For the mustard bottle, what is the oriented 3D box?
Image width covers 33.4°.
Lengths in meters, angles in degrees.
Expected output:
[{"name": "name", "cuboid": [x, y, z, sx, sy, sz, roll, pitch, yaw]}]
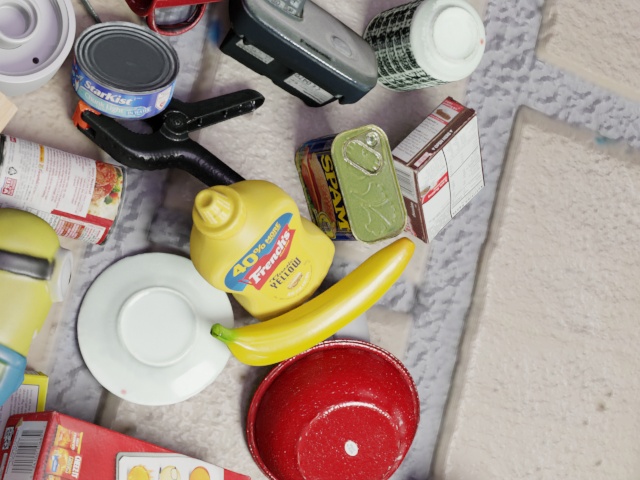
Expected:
[{"name": "mustard bottle", "cuboid": [-0.055, 0.001, 0.872, 0.096, 0.058, 0.191, -46, 152, -1]}]

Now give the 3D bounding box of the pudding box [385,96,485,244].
[{"name": "pudding box", "cuboid": [0.109, -0.064, 0.993, 0.090, 0.039, 0.113, -45, 148, -19]}]

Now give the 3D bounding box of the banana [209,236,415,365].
[{"name": "banana", "cuboid": [-0.001, 0.060, 0.916, 0.197, 0.070, 0.037, -26, 63, -20]}]

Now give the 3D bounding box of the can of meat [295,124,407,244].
[{"name": "can of meat", "cuboid": [0.025, -0.049, 0.958, 0.057, 0.084, 0.102, -19, 98, -24]}]

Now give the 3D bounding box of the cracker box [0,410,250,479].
[{"name": "cracker box", "cuboid": [-0.161, 0.239, 0.826, 0.213, 0.072, 0.164, 31, 60, -43]}]

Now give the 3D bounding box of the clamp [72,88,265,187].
[{"name": "clamp", "cuboid": [-0.119, -0.082, 0.898, 0.171, 0.039, 0.120, 1, 57, -23]}]

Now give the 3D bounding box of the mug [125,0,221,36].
[{"name": "mug", "cuboid": [-0.119, -0.227, 0.893, 0.081, 0.093, 0.117, -14, 127, -30]}]

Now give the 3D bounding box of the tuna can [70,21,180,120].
[{"name": "tuna can", "cuboid": [-0.160, -0.139, 0.873, 0.086, 0.034, 0.086, 11, 47, -13]}]

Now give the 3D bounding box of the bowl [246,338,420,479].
[{"name": "bowl", "cuboid": [0.018, 0.171, 0.942, 0.162, 0.055, 0.162, -4, 109, -12]}]

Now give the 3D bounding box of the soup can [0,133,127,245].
[{"name": "soup can", "cuboid": [-0.214, -0.040, 0.852, 0.102, 0.069, 0.068, 15, 84, -24]}]
